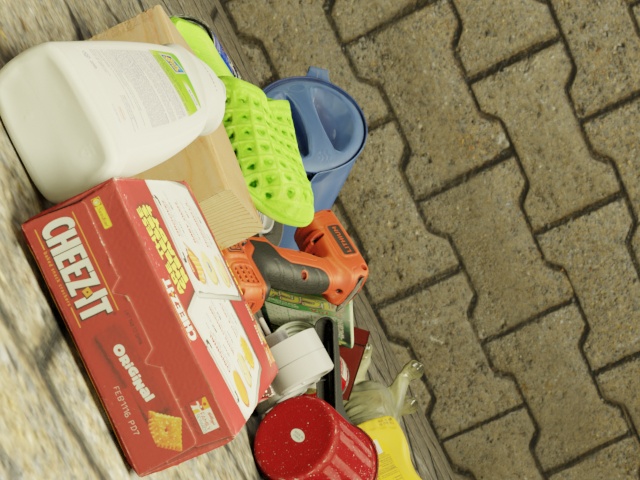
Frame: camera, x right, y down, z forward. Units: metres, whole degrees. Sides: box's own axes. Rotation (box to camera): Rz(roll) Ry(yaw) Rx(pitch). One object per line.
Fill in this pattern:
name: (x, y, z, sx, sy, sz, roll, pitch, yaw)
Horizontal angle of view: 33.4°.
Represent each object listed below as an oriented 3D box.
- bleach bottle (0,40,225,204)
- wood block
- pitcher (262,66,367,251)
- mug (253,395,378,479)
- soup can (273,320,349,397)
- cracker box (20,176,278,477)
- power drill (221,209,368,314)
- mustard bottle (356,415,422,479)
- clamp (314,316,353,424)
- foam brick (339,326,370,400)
bleach bottle: (-0.127, -0.094, 0.774, 0.102, 0.068, 0.250, 63, 21, 0)
wood block: (-0.135, -0.091, 0.944, 0.090, 0.090, 0.206, 55, 11, -63)
pitcher: (-0.034, -0.085, 1.298, 0.145, 0.149, 0.243, 51, -28, 16)
mug: (-0.010, 0.196, 0.925, 0.081, 0.093, 0.117, 52, 49, -49)
soup can: (-0.013, 0.140, 1.215, 0.068, 0.068, 0.102, 68, 6, 32)
cracker box: (-0.103, 0.045, 0.701, 0.164, 0.072, 0.213, 64, 5, -1)
power drill: (-0.057, 0.001, 1.037, 0.187, 0.057, 0.184, 4, 45, -41)
mustard bottle: (0.079, 0.292, 1.168, 0.058, 0.096, 0.192, 74, -10, -54)
clamp: (0.002, 0.203, 1.106, 0.164, 0.036, 0.210, -35, 112, -59)
foam brick: (0.024, 0.147, 1.303, 0.053, 0.051, 0.078, -65, 172, -71)
